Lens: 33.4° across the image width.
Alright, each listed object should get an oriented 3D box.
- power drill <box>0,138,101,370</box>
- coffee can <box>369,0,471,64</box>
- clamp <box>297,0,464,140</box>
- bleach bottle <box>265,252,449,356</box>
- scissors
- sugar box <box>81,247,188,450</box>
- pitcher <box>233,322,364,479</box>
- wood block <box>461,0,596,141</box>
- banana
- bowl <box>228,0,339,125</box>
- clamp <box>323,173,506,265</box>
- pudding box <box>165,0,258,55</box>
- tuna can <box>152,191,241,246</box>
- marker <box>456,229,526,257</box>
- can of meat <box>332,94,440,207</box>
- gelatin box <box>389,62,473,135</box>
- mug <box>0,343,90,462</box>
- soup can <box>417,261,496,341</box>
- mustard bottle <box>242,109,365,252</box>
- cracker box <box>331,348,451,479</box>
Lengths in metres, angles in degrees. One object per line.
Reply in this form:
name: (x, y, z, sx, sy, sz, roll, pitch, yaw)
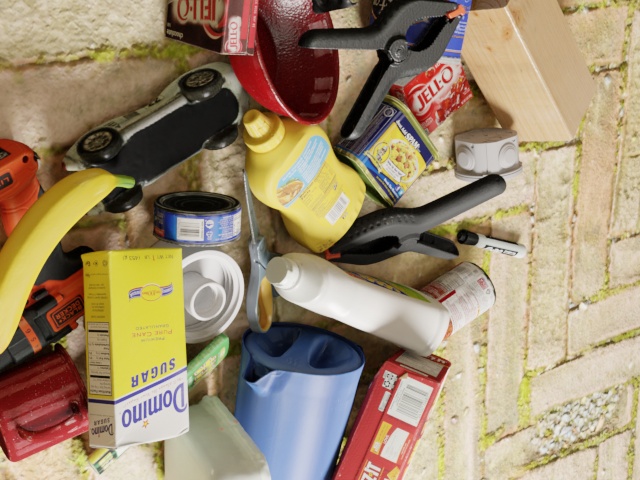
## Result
power drill: (-0.282, 0.020, 0.944, 0.184, 0.057, 0.187, -38, 129, -26)
coffee can: (0.108, -0.261, 1.108, 0.102, 0.103, 0.140, 0, 107, -38)
clamp: (0.060, -0.191, 1.032, 0.171, 0.039, 0.120, -43, 129, -8)
bleach bottle: (0.035, 0.063, 1.154, 0.250, 0.103, 0.068, 22, 94, -51)
scissors: (-0.057, 0.001, 1.099, 0.096, 0.016, 0.202, -51, 147, -55)
sugar box: (-0.168, 0.096, 0.976, 0.093, 0.048, 0.176, -3, 88, -51)
pitcher: (-0.030, 0.219, 1.175, 0.149, 0.145, 0.243, 8, 108, -9)
wood block: (0.228, -0.215, 1.216, 0.206, 0.090, 0.090, 52, 57, -38)
banana: (-0.235, 0.007, 0.911, 0.197, 0.037, 0.069, -52, 131, -11)
bowl: (-0.042, -0.186, 1.025, 0.161, 0.055, 0.162, 21, 66, -58)
clamp: (0.101, -0.016, 1.198, 0.209, 0.036, 0.165, -7, 151, -27)
pudding box: (-0.097, -0.219, 0.958, 0.039, 0.114, 0.090, -2, 107, -33)
tuna can: (-0.119, -0.022, 1.034, 0.085, 0.086, 0.034, -9, 110, -35)
marker: (0.216, 0.004, 1.349, 0.120, 0.020, 0.020, 12, 99, -40)
can of meat: (0.071, -0.096, 1.174, 0.084, 0.058, 0.102, -50, 130, -10)
gelatin box: (0.125, -0.169, 1.204, 0.089, 0.030, 0.073, -41, 127, -19)
mug: (-0.257, 0.156, 0.978, 0.081, 0.117, 0.093, -23, 115, -24)
soup can: (0.155, 0.077, 1.298, 0.102, 0.069, 0.068, -31, 123, -26)
mustard bottle: (-0.025, -0.071, 1.085, 0.096, 0.058, 0.191, -53, 141, -10)
cracker box: (0.083, 0.211, 1.220, 0.213, 0.072, 0.164, 2, 111, -80)
